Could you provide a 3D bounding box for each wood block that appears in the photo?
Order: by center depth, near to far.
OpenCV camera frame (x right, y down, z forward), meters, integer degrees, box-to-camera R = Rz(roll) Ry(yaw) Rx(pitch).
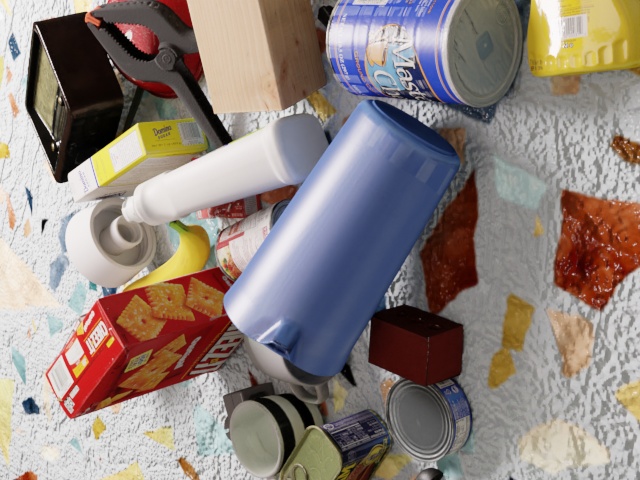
[{"bbox_3d":[-0.070,-0.238,1.050,0.091,0.090,0.206,2,115,33],"label":"wood block"}]

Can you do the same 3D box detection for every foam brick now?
[{"bbox_3d":[0.091,0.100,1.025,0.078,0.052,0.051,18,111,42],"label":"foam brick"}]

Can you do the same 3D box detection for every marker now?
[{"bbox_3d":[0.034,-0.188,1.049,0.121,0.020,0.020,54,132,24],"label":"marker"}]

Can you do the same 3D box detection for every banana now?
[{"bbox_3d":[-0.179,0.029,1.287,0.198,0.069,0.037,-49,25,47],"label":"banana"}]

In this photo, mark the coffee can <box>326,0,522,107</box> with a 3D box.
[{"bbox_3d":[0.089,-0.173,0.933,0.141,0.102,0.103,13,107,44],"label":"coffee can"}]

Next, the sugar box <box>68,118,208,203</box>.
[{"bbox_3d":[-0.222,-0.095,1.283,0.177,0.093,0.048,-21,82,46],"label":"sugar box"}]

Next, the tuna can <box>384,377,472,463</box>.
[{"bbox_3d":[0.105,0.170,1.038,0.086,0.033,0.086,12,107,44],"label":"tuna can"}]

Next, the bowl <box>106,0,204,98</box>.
[{"bbox_3d":[-0.203,-0.241,1.237,0.162,0.055,0.162,14,113,37],"label":"bowl"}]

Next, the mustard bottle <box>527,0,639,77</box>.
[{"bbox_3d":[0.204,-0.227,0.834,0.096,0.058,0.191,1,99,48],"label":"mustard bottle"}]

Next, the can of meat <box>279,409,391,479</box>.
[{"bbox_3d":[0.017,0.228,1.106,0.057,0.083,0.102,49,129,28],"label":"can of meat"}]

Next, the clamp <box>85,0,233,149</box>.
[{"bbox_3d":[-0.154,-0.210,1.166,0.210,0.036,0.165,32,122,-3],"label":"clamp"}]

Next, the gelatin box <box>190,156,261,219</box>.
[{"bbox_3d":[-0.109,-0.062,1.217,0.089,0.030,0.073,0,98,46],"label":"gelatin box"}]

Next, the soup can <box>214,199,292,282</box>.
[{"bbox_3d":[-0.058,0.001,1.149,0.102,0.068,0.068,-24,81,46],"label":"soup can"}]

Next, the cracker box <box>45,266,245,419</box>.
[{"bbox_3d":[-0.176,0.110,1.190,0.164,0.213,0.072,-49,65,41],"label":"cracker box"}]

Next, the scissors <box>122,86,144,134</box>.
[{"bbox_3d":[-0.220,-0.223,1.309,0.202,0.016,0.096,-46,68,40],"label":"scissors"}]

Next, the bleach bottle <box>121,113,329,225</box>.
[{"bbox_3d":[-0.116,-0.063,1.131,0.251,0.102,0.068,-18,95,31],"label":"bleach bottle"}]

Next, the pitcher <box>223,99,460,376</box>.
[{"bbox_3d":[0.024,-0.008,1.002,0.243,0.144,0.149,-57,46,17],"label":"pitcher"}]
